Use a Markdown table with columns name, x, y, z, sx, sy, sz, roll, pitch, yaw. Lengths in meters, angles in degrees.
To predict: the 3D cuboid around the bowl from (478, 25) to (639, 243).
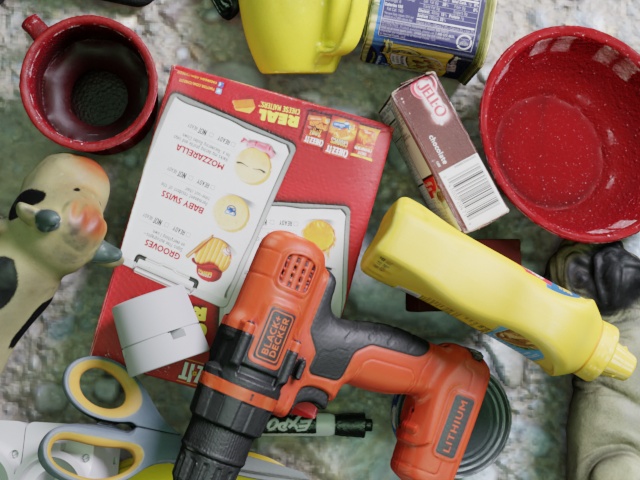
| name | x | y | z | sx | sy | sz | roll | pitch | yaw |
| --- | --- | --- | --- | --- | --- | --- | --- | --- | --- |
| bowl | 0.180 | -0.072 | 0.779 | 0.162 | 0.055 | 0.162 | 3 | 77 | -16 |

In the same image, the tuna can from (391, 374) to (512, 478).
| name | x | y | z | sx | sy | sz | roll | pitch | yaw |
| --- | --- | --- | --- | --- | --- | --- | --- | --- | --- |
| tuna can | 0.095 | 0.130 | 0.788 | 0.086 | 0.034 | 0.086 | 0 | 88 | -3 |

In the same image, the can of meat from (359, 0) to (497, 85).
| name | x | y | z | sx | sy | sz | roll | pitch | yaw |
| --- | --- | --- | --- | --- | --- | --- | --- | --- | --- |
| can of meat | 0.074 | -0.152 | 0.766 | 0.084 | 0.102 | 0.057 | 10 | 88 | -1 |

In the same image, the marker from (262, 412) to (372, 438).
| name | x | y | z | sx | sy | sz | roll | pitch | yaw |
| --- | --- | --- | --- | --- | --- | --- | --- | --- | --- |
| marker | -0.022 | 0.136 | 0.788 | 0.121 | 0.020 | 0.020 | 1 | 88 | -3 |

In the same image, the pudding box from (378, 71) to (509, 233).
| name | x | y | z | sx | sy | sz | roll | pitch | yaw |
| --- | --- | --- | --- | --- | --- | --- | --- | --- | --- |
| pudding box | 0.086 | -0.059 | 0.767 | 0.039 | 0.090 | 0.113 | -26 | 90 | -2 |

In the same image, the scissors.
| name | x | y | z | sx | sy | sz | roll | pitch | yaw |
| --- | --- | --- | --- | --- | --- | --- | --- | --- | --- |
| scissors | -0.098 | 0.127 | 0.733 | 0.201 | 0.016 | 0.096 | 4 | 66 | -36 |

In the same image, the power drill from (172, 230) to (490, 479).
| name | x | y | z | sx | sy | sz | roll | pitch | yaw |
| --- | --- | --- | --- | --- | --- | --- | --- | --- | --- |
| power drill | 0.010 | 0.108 | 0.703 | 0.187 | 0.057 | 0.184 | 24 | 84 | -24 |

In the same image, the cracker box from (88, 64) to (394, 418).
| name | x | y | z | sx | sy | sz | roll | pitch | yaw |
| --- | --- | --- | --- | --- | --- | --- | --- | --- | --- |
| cracker box | -0.055 | 0.001 | 0.767 | 0.164 | 0.072 | 0.214 | 15 | 88 | -1 |

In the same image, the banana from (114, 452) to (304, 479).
| name | x | y | z | sx | sy | sz | roll | pitch | yaw |
| --- | --- | --- | --- | --- | --- | --- | --- | --- | --- |
| banana | -0.112 | 0.185 | 0.776 | 0.197 | 0.037 | 0.069 | -18 | 110 | -2 |

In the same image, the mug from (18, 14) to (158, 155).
| name | x | y | z | sx | sy | sz | roll | pitch | yaw |
| --- | --- | --- | --- | --- | --- | --- | --- | --- | --- |
| mug | -0.168 | -0.113 | 0.759 | 0.117 | 0.081 | 0.093 | 44 | 86 | -1 |

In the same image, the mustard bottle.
| name | x | y | z | sx | sy | sz | roll | pitch | yaw |
| --- | --- | --- | --- | --- | --- | --- | --- | --- | --- |
| mustard bottle | 0.122 | 0.040 | 0.708 | 0.191 | 0.096 | 0.058 | 29 | 85 | -1 |

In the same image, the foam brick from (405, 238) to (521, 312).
| name | x | y | z | sx | sy | sz | roll | pitch | yaw |
| --- | --- | --- | --- | --- | --- | --- | --- | --- | --- |
| foam brick | 0.104 | 0.026 | 0.784 | 0.078 | 0.051 | 0.053 | -2 | 87 | -3 |
